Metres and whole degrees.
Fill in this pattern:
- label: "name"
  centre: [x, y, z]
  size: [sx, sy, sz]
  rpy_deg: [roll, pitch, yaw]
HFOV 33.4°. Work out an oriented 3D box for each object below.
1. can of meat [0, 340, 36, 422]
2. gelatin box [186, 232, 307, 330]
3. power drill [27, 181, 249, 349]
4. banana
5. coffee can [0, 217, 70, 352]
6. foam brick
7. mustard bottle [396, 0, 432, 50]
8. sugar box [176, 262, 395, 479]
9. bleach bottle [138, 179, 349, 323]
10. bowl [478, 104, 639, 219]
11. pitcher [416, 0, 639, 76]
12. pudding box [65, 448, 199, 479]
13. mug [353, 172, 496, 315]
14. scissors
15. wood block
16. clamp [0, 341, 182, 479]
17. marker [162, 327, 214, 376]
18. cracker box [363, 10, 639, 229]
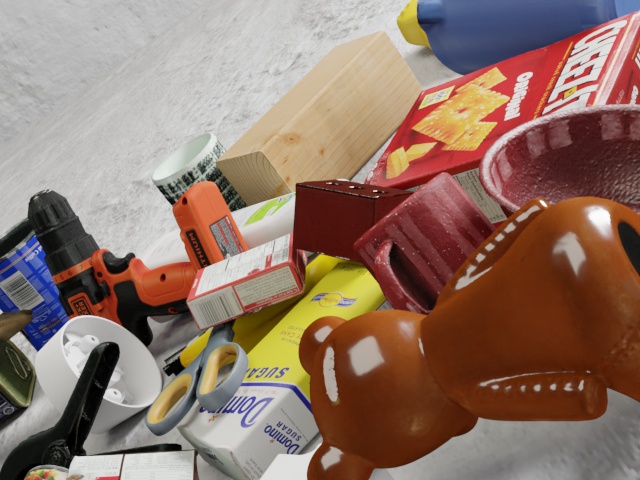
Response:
- label: "can of meat"
  centre: [-0.350, 0.159, 1.111]
  size: [0.084, 0.057, 0.102]
  rpy_deg: [-37, 21, 4]
- label: "gelatin box"
  centre: [-0.055, 0.032, 0.829]
  size: [0.089, 0.030, 0.073]
  rpy_deg: [-21, 16, 7]
- label: "power drill"
  centre: [-0.162, 0.014, 0.957]
  size: [0.188, 0.184, 0.057]
  rpy_deg: [-22, 10, 30]
- label: "banana"
  centre: [-0.030, 0.052, 0.875]
  size: [0.198, 0.037, 0.070]
  rpy_deg: [-37, 12, -2]
- label: "coffee can"
  centre: [-0.279, 0.054, 1.106]
  size: [0.103, 0.140, 0.103]
  rpy_deg: [-31, 21, 13]
- label: "foam brick"
  centre: [0.024, -0.015, 0.803]
  size: [0.078, 0.051, 0.052]
  rpy_deg: [12, 12, 37]
- label: "mustard bottle"
  centre: [0.156, -0.250, 1.198]
  size: [0.096, 0.058, 0.192]
  rpy_deg: [-31, 20, -3]
- label: "sugar box"
  centre: [-0.013, 0.090, 0.751]
  size: [0.176, 0.048, 0.093]
  rpy_deg: [-43, 21, -21]
- label: "bleach bottle"
  centre: [-0.056, 0.001, 0.985]
  size: [0.251, 0.068, 0.102]
  rpy_deg: [-19, 21, 33]
- label: "bowl"
  centre: [0.178, -0.025, 0.643]
  size: [0.162, 0.055, 0.162]
  rpy_deg: [-7, 30, 4]
- label: "pitcher"
  centre: [0.217, -0.215, 0.957]
  size: [0.149, 0.145, 0.243]
  rpy_deg: [-53, 28, -11]
- label: "pudding box"
  centre: [-0.122, 0.181, 0.686]
  size: [0.090, 0.039, 0.113]
  rpy_deg: [-2, 24, -4]
- label: "mug"
  centre: [0.070, 0.015, 0.683]
  size: [0.093, 0.081, 0.117]
  rpy_deg: [-41, -3, 37]
- label: "scissors"
  centre: [-0.090, 0.087, 0.812]
  size: [0.096, 0.016, 0.202]
  rpy_deg: [-37, 16, 4]
- label: "wood block"
  centre: [0.004, -0.116, 1.105]
  size: [0.205, 0.090, 0.091]
  rpy_deg: [-48, 24, -28]
- label: "clamp"
  centre: [-0.186, 0.174, 0.821]
  size: [0.171, 0.039, 0.120]
  rpy_deg: [-50, 53, 1]
- label: "marker"
  centre: [-0.086, 0.078, 0.928]
  size: [0.121, 0.020, 0.020]
  rpy_deg: [-37, 21, -5]
- label: "cracker box"
  centre: [0.151, -0.084, 0.831]
  size: [0.214, 0.072, 0.164]
  rpy_deg: [-17, 29, 40]
